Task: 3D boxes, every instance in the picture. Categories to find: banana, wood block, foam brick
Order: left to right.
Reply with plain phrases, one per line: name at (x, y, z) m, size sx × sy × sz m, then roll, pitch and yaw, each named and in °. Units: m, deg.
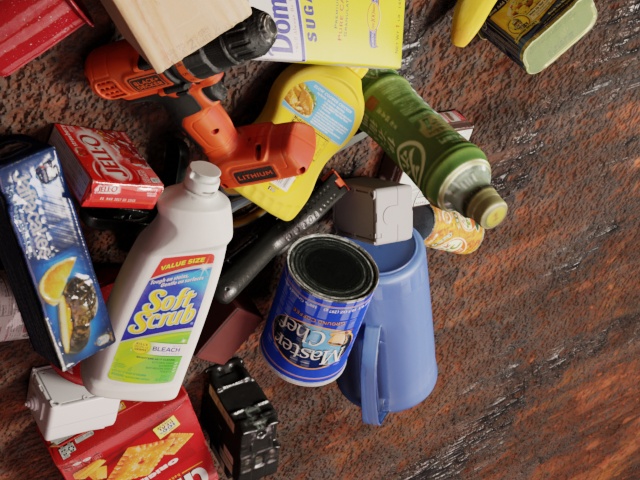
wood block at (-0.142, -0.237, 0.762) m, size 0.090 × 0.091 × 0.206 m, roll -34°, pitch 130°, yaw -6°
foam brick at (-0.113, 0.092, 1.201) m, size 0.078 × 0.053 × 0.051 m, roll -49°, pitch 143°, yaw 14°
banana at (0.203, -0.277, 1.081) m, size 0.198 × 0.069 × 0.037 m, roll -34°, pitch -179°, yaw 3°

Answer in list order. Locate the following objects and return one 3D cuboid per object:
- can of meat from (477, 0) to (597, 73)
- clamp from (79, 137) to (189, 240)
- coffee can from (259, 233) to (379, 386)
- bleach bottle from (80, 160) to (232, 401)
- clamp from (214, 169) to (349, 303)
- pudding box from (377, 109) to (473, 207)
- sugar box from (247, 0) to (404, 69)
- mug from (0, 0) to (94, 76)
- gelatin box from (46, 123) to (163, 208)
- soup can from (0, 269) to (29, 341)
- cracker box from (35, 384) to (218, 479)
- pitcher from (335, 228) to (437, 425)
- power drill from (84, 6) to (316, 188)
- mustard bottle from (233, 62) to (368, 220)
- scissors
can of meat at (0.226, -0.235, 1.124) m, size 0.102 × 0.084 × 0.057 m, roll -42°, pitch 143°, yaw 2°
clamp at (-0.150, -0.030, 1.053) m, size 0.120 × 0.039 × 0.171 m, roll -38°, pitch 150°, yaw 5°
coffee can at (-0.004, 0.077, 1.173) m, size 0.102 × 0.103 × 0.140 m, roll -13°, pitch 140°, yaw -31°
bleach bottle at (-0.149, 0.037, 0.998) m, size 0.102 × 0.068 × 0.251 m, roll 8°, pitch 122°, yaw -22°
clamp at (-0.057, 0.001, 1.133) m, size 0.209 × 0.036 × 0.165 m, roll -43°, pitch -171°, yaw -23°
pudding box at (0.117, -0.090, 1.221) m, size 0.089 × 0.039 × 0.114 m, roll -12°, pitch 138°, yaw -33°
sugar box at (-0.003, -0.204, 0.957) m, size 0.175 × 0.048 × 0.093 m, roll -4°, pitch 100°, yaw -39°
mug at (-0.234, -0.185, 0.786) m, size 0.081 × 0.093 × 0.117 m, roll -34°, pitch 113°, yaw 1°
gelatin box at (-0.190, -0.065, 0.938) m, size 0.073 × 0.089 × 0.030 m, roll 3°, pitch 126°, yaw -42°
soup can at (-0.315, 0.061, 0.980) m, size 0.102 × 0.069 × 0.069 m, roll -3°, pitch 131°, yaw -39°
cracker box at (-0.220, 0.254, 1.262) m, size 0.164 × 0.072 × 0.214 m, roll -28°, pitch 143°, yaw -15°
pitcher at (0.074, 0.098, 1.298) m, size 0.144 × 0.149 × 0.243 m, roll -26°, pitch 138°, yaw -18°
power drill at (-0.081, -0.121, 0.914) m, size 0.185 × 0.057 × 0.187 m, roll -6°, pitch 147°, yaw 32°
mustard bottle at (-0.013, -0.119, 1.047) m, size 0.096 × 0.058 × 0.192 m, roll 33°, pitch 98°, yaw -28°
scissors at (-0.028, -0.087, 1.117) m, size 0.201 × 0.016 × 0.096 m, roll -38°, pitch 144°, yaw -3°
